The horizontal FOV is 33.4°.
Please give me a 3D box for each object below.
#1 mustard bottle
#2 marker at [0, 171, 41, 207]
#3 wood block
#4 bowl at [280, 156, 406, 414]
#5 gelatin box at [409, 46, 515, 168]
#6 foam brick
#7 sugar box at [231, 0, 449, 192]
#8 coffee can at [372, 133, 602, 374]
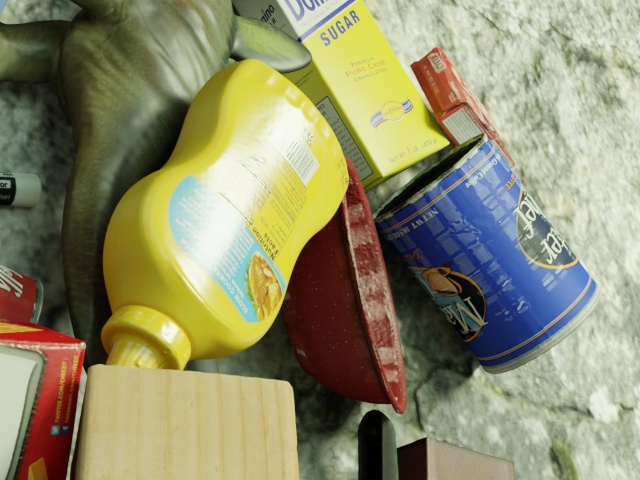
[{"bbox_3d":[-0.054,0.001,0.528,0.096,0.058,0.191,52,44,-26],"label":"mustard bottle"},{"bbox_3d":[-0.207,-0.029,0.564,0.120,0.020,0.020,2,67,-41],"label":"marker"},{"bbox_3d":[-0.057,0.161,0.417,0.090,0.091,0.206,7,48,-15],"label":"wood block"},{"bbox_3d":[0.009,0.033,0.660,0.162,0.055,0.162,-13,90,-82],"label":"bowl"},{"bbox_3d":[0.112,-0.099,0.836,0.089,0.030,0.073,43,20,-42],"label":"gelatin box"},{"bbox_3d":[0.080,0.164,0.683,0.078,0.053,0.051,21,55,-30],"label":"foam brick"},{"bbox_3d":[0.015,-0.126,0.790,0.093,0.048,0.176,-29,89,-47],"label":"sugar box"},{"bbox_3d":[0.118,0.009,0.764,0.140,0.103,0.102,52,45,-5],"label":"coffee can"}]
